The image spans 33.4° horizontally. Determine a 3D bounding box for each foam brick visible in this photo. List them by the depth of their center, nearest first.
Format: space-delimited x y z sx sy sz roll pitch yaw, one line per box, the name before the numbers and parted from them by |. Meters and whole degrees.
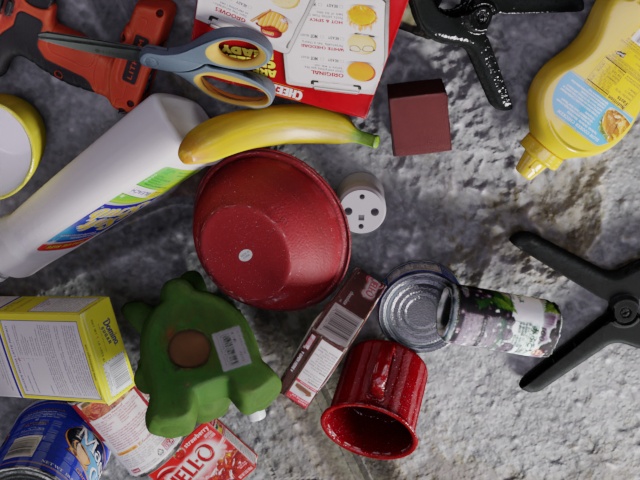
foam brick | 0.086 -0.109 0.939 0.051 0.078 0.053 -5 108 4

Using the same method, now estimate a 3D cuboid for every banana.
banana | -0.045 -0.095 0.929 0.197 0.070 0.037 -10 112 -31

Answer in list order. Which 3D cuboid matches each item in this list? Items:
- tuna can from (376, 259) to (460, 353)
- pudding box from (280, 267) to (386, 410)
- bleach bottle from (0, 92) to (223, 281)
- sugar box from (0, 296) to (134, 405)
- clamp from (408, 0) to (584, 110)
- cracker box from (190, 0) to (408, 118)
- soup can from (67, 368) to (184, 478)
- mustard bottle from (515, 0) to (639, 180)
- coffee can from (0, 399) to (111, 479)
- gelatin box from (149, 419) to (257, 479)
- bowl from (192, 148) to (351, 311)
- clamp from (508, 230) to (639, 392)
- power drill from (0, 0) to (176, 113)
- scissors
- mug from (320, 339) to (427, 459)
tuna can | 0.096 0.064 1.019 0.086 0.033 0.086 0 108 1
pudding box | 0.010 0.088 0.977 0.039 0.113 0.090 34 126 6
bleach bottle | -0.211 -0.036 0.970 0.251 0.102 0.068 -34 78 18
sugar box | -0.261 0.100 0.997 0.177 0.048 0.093 0 111 35
clamp | 0.143 -0.201 0.913 0.171 0.039 0.120 36 98 -30
cracker box | -0.013 -0.207 0.857 0.164 0.072 0.214 15 147 -3
soup can | -0.189 0.173 1.046 0.068 0.068 0.102 -33 105 12
mustard bottle | 0.239 -0.132 0.937 0.096 0.058 0.192 32 107 -21
coffee can | -0.265 0.227 1.027 0.103 0.140 0.103 0 108 1
gelatin box | -0.120 0.227 1.081 0.089 0.030 0.073 -42 102 13
bowl | -0.056 0.001 0.962 0.162 0.055 0.162 10 116 21
clamp | 0.279 0.054 1.009 0.210 0.036 0.164 -11 108 9
power drill | -0.225 -0.203 0.928 0.187 0.057 0.184 20 112 -2
scissors | -0.126 -0.161 0.878 0.201 0.016 0.096 19 145 -15
mug | 0.055 0.140 1.000 0.093 0.081 0.117 11 141 10
